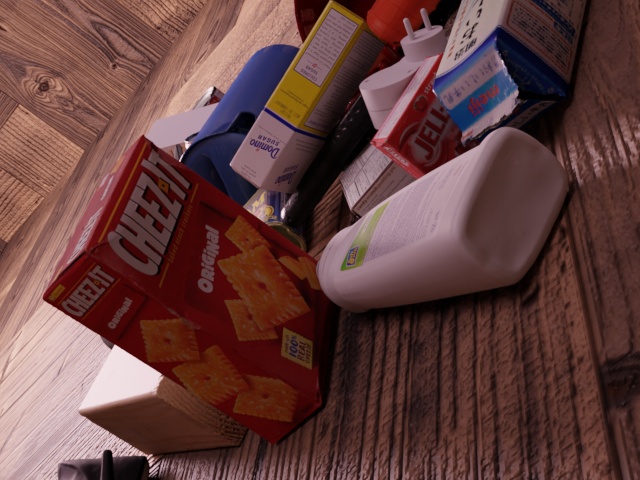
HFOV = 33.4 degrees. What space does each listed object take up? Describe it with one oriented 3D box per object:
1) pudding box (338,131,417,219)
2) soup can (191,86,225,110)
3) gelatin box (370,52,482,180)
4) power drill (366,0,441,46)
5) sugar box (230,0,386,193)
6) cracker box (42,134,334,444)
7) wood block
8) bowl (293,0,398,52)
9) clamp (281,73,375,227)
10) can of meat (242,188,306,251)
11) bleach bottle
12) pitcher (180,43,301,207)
[{"bbox_3d":[0.068,-0.071,0.933,0.113,0.039,0.090,-51,18,13],"label":"pudding box"},{"bbox_3d":[-0.125,-0.155,1.460,0.069,0.102,0.068,-46,20,21],"label":"soup can"},{"bbox_3d":[0.094,-0.091,0.844,0.089,0.073,0.030,-57,20,-12],"label":"gelatin box"},{"bbox_3d":[0.112,-0.268,0.951,0.185,0.057,0.187,-53,3,21],"label":"power drill"},{"bbox_3d":[-0.010,-0.129,0.986,0.176,0.048,0.093,-55,-15,10],"label":"sugar box"},{"bbox_3d":[-0.089,0.035,0.842,0.072,0.213,0.164,-43,21,30],"label":"cracker box"},{"bbox_3d":[-0.134,0.133,0.977,0.206,0.090,0.090,-22,37,58],"label":"wood block"},{"bbox_3d":[0.045,-0.263,1.215,0.055,0.162,0.162,-26,-5,-42],"label":"bowl"},{"bbox_3d":[0.018,-0.083,0.998,0.120,0.039,0.172,-58,-1,-35],"label":"clamp"},{"bbox_3d":[-0.057,0.001,1.082,0.102,0.057,0.084,-46,22,24],"label":"can of meat"},{"bbox_3d":[0.066,-0.002,0.773,0.102,0.068,0.251,-61,17,-21],"label":"bleach bottle"},{"bbox_3d":[-0.069,-0.119,1.240,0.149,0.145,0.242,-27,26,31],"label":"pitcher"}]
